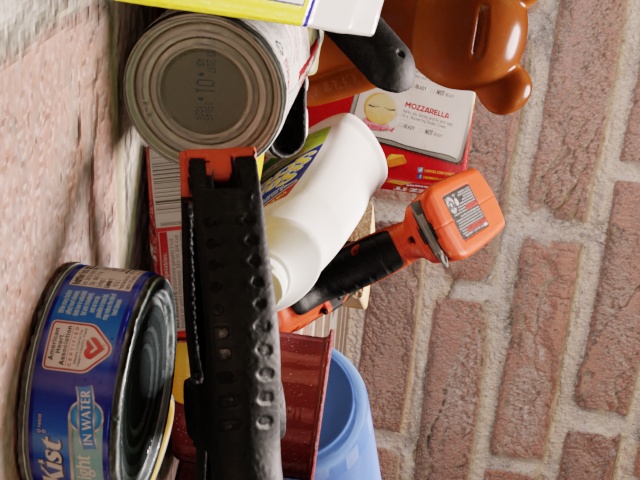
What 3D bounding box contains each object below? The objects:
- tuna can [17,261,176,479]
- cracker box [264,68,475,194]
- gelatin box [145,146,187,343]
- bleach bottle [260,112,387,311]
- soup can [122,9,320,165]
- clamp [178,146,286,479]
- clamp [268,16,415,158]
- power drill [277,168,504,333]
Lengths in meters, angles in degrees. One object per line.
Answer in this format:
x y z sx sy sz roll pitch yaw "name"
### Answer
-0.077 0.052 0.383 0.086 0.034 0.086 7 89 -86 "tuna can"
0.048 -0.150 0.877 0.072 0.164 0.214 76 21 -83 "cracker box"
-0.058 0.002 0.501 0.073 0.030 0.089 30 55 -85 "gelatin box"
-0.014 -0.015 0.702 0.068 0.103 0.250 57 15 -12 "bleach bottle"
-0.040 -0.077 0.461 0.102 0.068 0.068 -74 169 -64 "soup can"
-0.031 0.072 0.403 0.165 0.036 0.210 -141 -132 -71 "clamp"
-0.009 -0.132 0.530 0.039 0.120 0.171 -19 96 -40 "clamp"
0.045 0.011 0.824 0.057 0.188 0.184 61 31 -1 "power drill"
